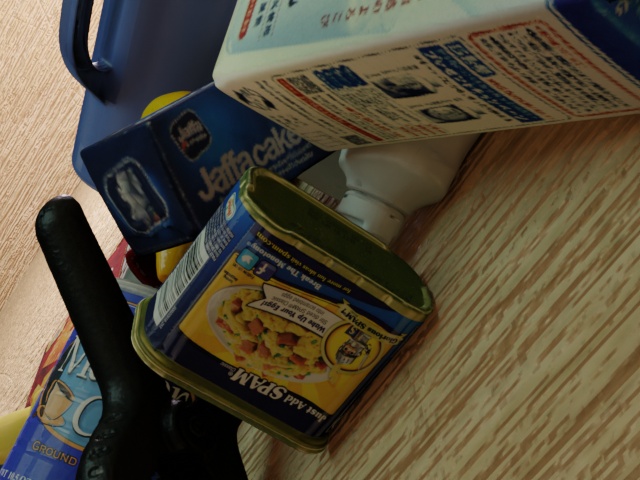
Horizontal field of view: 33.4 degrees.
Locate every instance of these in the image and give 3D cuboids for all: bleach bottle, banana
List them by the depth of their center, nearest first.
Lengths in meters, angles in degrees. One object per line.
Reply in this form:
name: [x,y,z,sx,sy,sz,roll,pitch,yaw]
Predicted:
bleach bottle: [0.076,-0.111,0.501,0.251,0.068,0.103,-64,20,-3]
banana: [-0.083,-0.046,0.642,0.070,0.037,0.198,-61,25,19]

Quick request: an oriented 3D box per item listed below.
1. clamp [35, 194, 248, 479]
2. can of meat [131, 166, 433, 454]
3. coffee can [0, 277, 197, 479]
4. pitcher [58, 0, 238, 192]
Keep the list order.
clamp: [-0.076,0.084,0.491,0.036,0.164,0.210,-32,39,32]
can of meat: [-0.015,0.030,0.457,0.084,0.102,0.057,-52,19,20]
coffee can: [-0.115,0.106,0.620,0.103,0.102,0.140,-24,39,64]
pitcher: [-0.120,-0.149,0.818,0.145,0.149,0.243,-91,20,-66]
